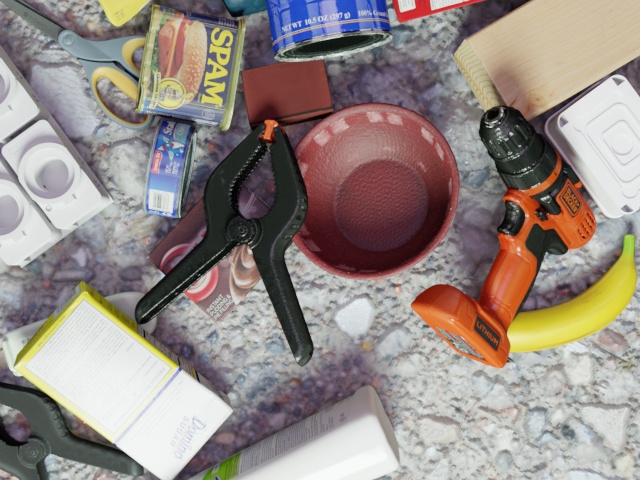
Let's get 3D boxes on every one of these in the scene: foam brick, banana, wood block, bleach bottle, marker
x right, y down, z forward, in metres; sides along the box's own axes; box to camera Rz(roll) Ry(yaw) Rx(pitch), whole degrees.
[{"bbox_3d":[-0.031,-0.133,0.975,0.078,0.053,0.051,-12,89,-2],"label":"foam brick"},{"bbox_3d":[0.215,0.065,0.987,0.197,0.037,0.070,-24,68,-3],"label":"banana"},{"bbox_3d":[0.235,-0.188,0.962,0.206,0.090,0.091,-31,90,-1],"label":"wood block"},{"bbox_3d":[-0.055,0.215,0.956,0.251,0.102,0.068,-24,96,5],"label":"bleach bottle"},{"bbox_3d":[0.070,-0.016,0.991,0.020,0.020,0.121,40,88,0],"label":"marker"}]

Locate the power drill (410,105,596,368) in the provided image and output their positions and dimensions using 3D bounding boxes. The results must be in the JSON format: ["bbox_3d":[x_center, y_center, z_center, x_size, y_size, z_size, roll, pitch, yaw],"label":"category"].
[{"bbox_3d":[0.155,0.001,0.917,0.184,0.057,0.187,44,74,-39],"label":"power drill"}]

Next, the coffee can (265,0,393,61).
[{"bbox_3d":[0.000,-0.231,0.898,0.103,0.103,0.140,-10,91,-1],"label":"coffee can"}]

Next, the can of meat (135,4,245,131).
[{"bbox_3d":[-0.118,-0.156,0.962,0.083,0.057,0.102,9,90,-13],"label":"can of meat"}]

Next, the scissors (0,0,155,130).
[{"bbox_3d":[-0.213,-0.192,0.990,0.096,0.016,0.202,-40,91,-3],"label":"scissors"}]

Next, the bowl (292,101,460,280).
[{"bbox_3d":[0.049,-0.039,0.960,0.162,0.055,0.162,-4,77,15],"label":"bowl"}]

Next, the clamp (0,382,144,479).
[{"bbox_3d":[-0.260,0.201,0.973,0.171,0.039,0.120,37,84,6],"label":"clamp"}]

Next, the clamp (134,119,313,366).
[{"bbox_3d":[-0.056,0.001,0.934,0.165,0.036,0.210,20,87,12],"label":"clamp"}]

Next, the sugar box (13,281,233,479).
[{"bbox_3d":[-0.174,0.127,0.953,0.176,0.048,0.093,42,90,-18],"label":"sugar box"}]

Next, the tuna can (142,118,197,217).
[{"bbox_3d":[-0.134,-0.064,0.955,0.033,0.086,0.086,10,89,-3],"label":"tuna can"}]

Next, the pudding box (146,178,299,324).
[{"bbox_3d":[-0.088,0.006,0.978,0.090,0.039,0.113,43,88,1],"label":"pudding box"}]
